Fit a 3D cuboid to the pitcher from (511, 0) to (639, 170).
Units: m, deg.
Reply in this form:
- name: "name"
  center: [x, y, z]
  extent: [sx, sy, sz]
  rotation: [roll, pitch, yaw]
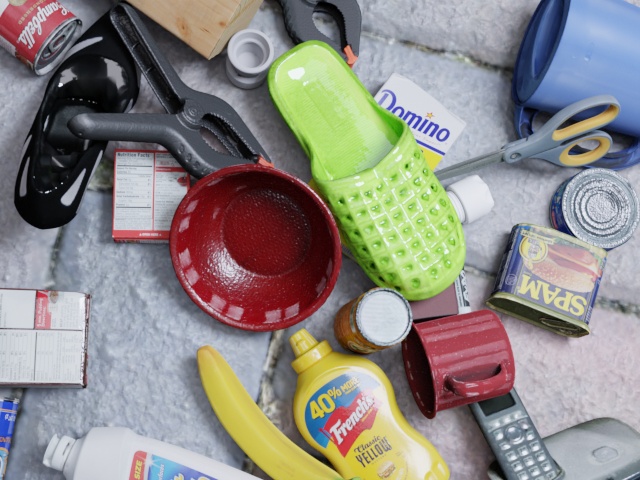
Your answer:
- name: "pitcher"
  center: [0.320, -0.154, 1.069]
  extent: [0.242, 0.149, 0.145]
  rotation: [18, 63, -7]

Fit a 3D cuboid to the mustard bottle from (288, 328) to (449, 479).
- name: "mustard bottle"
  center: [0.031, 0.166, 0.997]
  extent: [0.096, 0.058, 0.191]
  rotation: [-34, 85, 1]

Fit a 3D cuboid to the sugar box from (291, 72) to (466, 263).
- name: "sugar box"
  center: [0.057, -0.072, 1.051]
  extent: [0.093, 0.048, 0.176]
  rotation: [36, 78, 0]

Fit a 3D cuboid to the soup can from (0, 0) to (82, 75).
- name: "soup can"
  center: [-0.288, -0.216, 1.020]
  extent: [0.102, 0.068, 0.068]
  rotation: [39, 77, 1]

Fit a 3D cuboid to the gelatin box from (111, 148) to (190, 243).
- name: "gelatin box"
  center: [-0.161, -0.043, 1.025]
  extent: [0.073, 0.030, 0.089]
  rotation: [1, 80, -6]

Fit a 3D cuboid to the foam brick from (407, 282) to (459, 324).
- name: "foam brick"
  center: [0.098, 0.040, 1.032]
  extent: [0.051, 0.053, 0.078]
  rotation: [-6, 80, -9]

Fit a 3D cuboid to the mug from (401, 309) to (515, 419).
- name: "mug"
  center: [0.130, 0.113, 0.973]
  extent: [0.081, 0.117, 0.093]
  rotation: [-12, 103, -11]

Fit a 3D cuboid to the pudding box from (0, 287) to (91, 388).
- name: "pudding box"
  center: [-0.270, 0.090, 0.982]
  extent: [0.113, 0.039, 0.090]
  rotation: [2, 80, -5]

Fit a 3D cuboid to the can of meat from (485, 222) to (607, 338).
- name: "can of meat"
  center: [0.224, 0.038, 1.048]
  extent: [0.102, 0.057, 0.084]
  rotation: [21, 75, -4]

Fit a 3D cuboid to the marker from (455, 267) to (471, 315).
- name: "marker"
  center: [0.136, 0.048, 1.053]
  extent: [0.020, 0.020, 0.121]
  rotation: [-7, 81, -9]

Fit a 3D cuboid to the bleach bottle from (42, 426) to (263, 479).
- name: "bleach bottle"
  center: [-0.131, 0.240, 0.961]
  extent: [0.251, 0.068, 0.102]
  rotation: [21, 76, -1]

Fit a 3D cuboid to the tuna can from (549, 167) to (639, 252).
- name: "tuna can"
  center: [0.278, -0.030, 1.079]
  extent: [0.086, 0.034, 0.086]
  rotation: [1, 80, -7]

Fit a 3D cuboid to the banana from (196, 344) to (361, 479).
- name: "banana"
  center: [-0.047, 0.177, 0.982]
  extent: [0.198, 0.037, 0.070]
  rotation: [37, 119, 16]

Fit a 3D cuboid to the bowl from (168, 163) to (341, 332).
- name: "bowl"
  center: [-0.057, 0.001, 0.997]
  extent: [0.162, 0.055, 0.162]
  rotation: [3, 108, 9]

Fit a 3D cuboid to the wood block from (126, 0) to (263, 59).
- name: "wood block"
  center: [-0.155, -0.277, 1.021]
  extent: [0.206, 0.090, 0.090]
  rotation: [36, 118, 0]

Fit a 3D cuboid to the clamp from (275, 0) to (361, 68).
- name: "clamp"
  center: [-0.004, -0.254, 1.081]
  extent: [0.120, 0.039, 0.171]
  rotation: [-38, 90, -7]

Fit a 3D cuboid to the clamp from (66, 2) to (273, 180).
- name: "clamp"
  center: [-0.135, -0.108, 0.993]
  extent: [0.209, 0.036, 0.164]
  rotation: [38, 45, -22]

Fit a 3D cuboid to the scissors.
- name: "scissors"
  center: [0.199, -0.079, 1.038]
  extent: [0.202, 0.096, 0.016]
  rotation: [-27, 52, 15]
